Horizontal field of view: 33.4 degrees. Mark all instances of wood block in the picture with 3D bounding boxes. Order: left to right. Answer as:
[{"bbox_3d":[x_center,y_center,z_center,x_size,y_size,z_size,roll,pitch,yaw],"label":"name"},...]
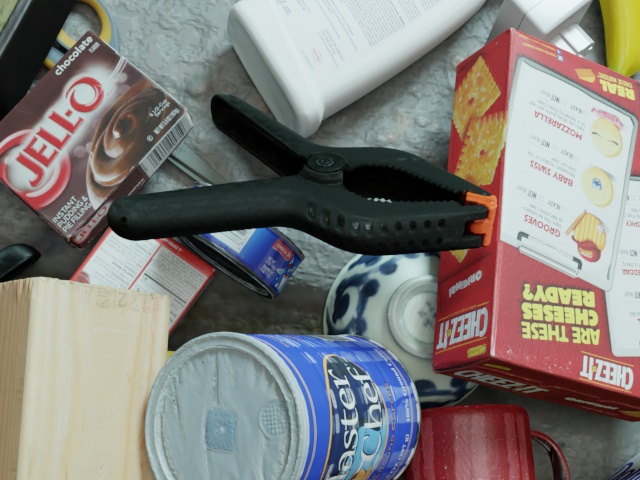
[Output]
[{"bbox_3d":[-0.150,0.131,0.598,0.090,0.091,0.206,12,76,-42],"label":"wood block"}]

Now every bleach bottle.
[{"bbox_3d":[0.065,-0.172,0.738,0.250,0.068,0.102,-30,87,-13],"label":"bleach bottle"}]

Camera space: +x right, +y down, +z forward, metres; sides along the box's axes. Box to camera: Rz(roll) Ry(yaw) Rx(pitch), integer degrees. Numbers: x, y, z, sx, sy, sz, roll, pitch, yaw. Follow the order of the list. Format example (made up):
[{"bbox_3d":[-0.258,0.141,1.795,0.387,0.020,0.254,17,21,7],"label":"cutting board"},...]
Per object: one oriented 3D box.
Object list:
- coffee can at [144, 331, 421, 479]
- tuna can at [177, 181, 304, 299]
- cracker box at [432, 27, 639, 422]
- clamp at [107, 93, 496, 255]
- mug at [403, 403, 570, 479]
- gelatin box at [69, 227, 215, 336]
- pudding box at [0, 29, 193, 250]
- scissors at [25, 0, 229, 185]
[{"bbox_3d":[-0.018,0.105,0.615,0.103,0.140,0.103,-3,84,30],"label":"coffee can"},{"bbox_3d":[-0.054,0.001,0.682,0.086,0.086,0.033,34,79,0],"label":"tuna can"},{"bbox_3d":[0.161,-0.006,0.679,0.164,0.072,0.213,16,68,-23],"label":"cracker box"},{"bbox_3d":[-0.007,-0.026,0.618,0.210,0.036,0.164,16,36,18],"label":"clamp"},{"bbox_3d":[0.105,0.148,0.675,0.117,0.093,0.081,1,75,-16],"label":"mug"},{"bbox_3d":[-0.123,0.035,0.697,0.073,0.030,0.089,35,79,-1],"label":"gelatin box"},{"bbox_3d":[-0.150,-0.064,0.684,0.090,0.039,0.113,40,81,13],"label":"pudding box"},{"bbox_3d":[-0.125,-0.104,0.728,0.201,0.016,0.096,24,79,-2],"label":"scissors"}]
